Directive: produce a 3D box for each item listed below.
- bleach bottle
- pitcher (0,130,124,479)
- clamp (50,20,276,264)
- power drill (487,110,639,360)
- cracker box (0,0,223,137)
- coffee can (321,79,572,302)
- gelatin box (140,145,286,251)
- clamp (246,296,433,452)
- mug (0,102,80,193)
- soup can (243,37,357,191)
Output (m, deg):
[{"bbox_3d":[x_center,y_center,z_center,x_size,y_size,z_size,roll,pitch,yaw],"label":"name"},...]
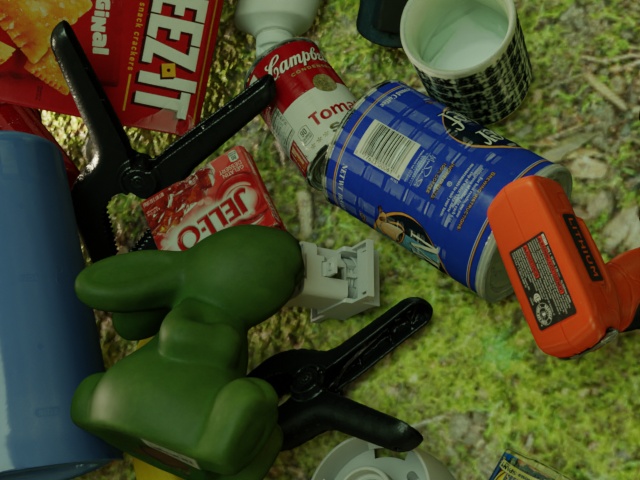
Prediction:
[{"bbox_3d":[-0.047,-0.263,0.892,0.103,0.068,0.251,-7,71,18],"label":"bleach bottle"},{"bbox_3d":[-0.227,0.051,0.739,0.145,0.149,0.243,-11,76,0],"label":"pitcher"},{"bbox_3d":[-0.145,-0.058,0.806,0.164,0.036,0.210,20,114,-10],"label":"clamp"},{"bbox_3d":[0.197,-0.011,0.655,0.187,0.057,0.184,-10,70,-28],"label":"power drill"},{"bbox_3d":[-0.186,-0.177,0.818,0.213,0.072,0.164,10,97,-16],"label":"cracker box"},{"bbox_3d":[0.086,-0.036,0.737,0.140,0.102,0.103,33,85,27],"label":"coffee can"},{"bbox_3d":[-0.077,-0.015,0.772,0.089,0.030,0.073,-29,64,8],"label":"gelatin box"},{"bbox_3d":[0.002,0.110,0.732,0.172,0.039,0.120,-25,32,21],"label":"clamp"},{"bbox_3d":[-0.258,-0.054,0.870,0.081,0.117,0.093,48,130,22],"label":"mug"},{"bbox_3d":[-0.005,-0.095,0.811,0.068,0.068,0.102,-36,63,5],"label":"soup can"}]
